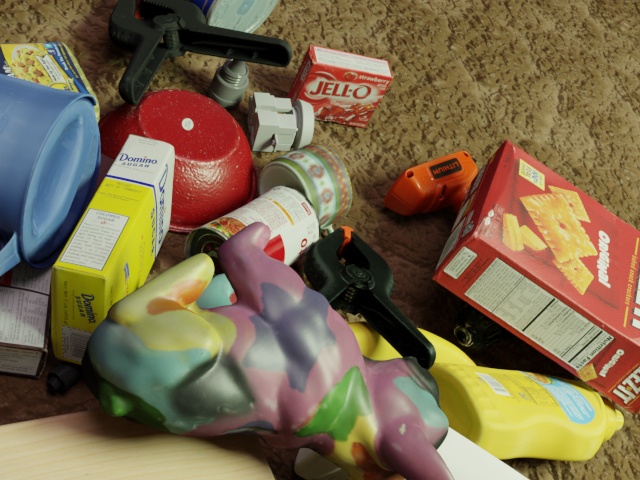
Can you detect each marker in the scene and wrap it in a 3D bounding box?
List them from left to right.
[{"bbox_3d":[-0.164,0.077,0.813,0.020,0.020,0.120,39,45,9],"label":"marker"}]

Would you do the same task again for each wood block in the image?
[{"bbox_3d":[-0.144,0.168,0.691,0.205,0.090,0.091,-6,54,-32],"label":"wood block"}]

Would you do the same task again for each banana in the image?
[{"bbox_3d":[0.044,0.101,0.892,0.197,0.037,0.069,-7,81,-29],"label":"banana"}]

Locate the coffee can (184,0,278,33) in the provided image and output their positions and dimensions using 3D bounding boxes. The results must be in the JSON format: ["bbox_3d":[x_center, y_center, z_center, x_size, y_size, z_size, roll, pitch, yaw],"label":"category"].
[{"bbox_3d":[-0.121,-0.284,1.101,0.140,0.103,0.102,46,46,16],"label":"coffee can"}]

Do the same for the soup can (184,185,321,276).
[{"bbox_3d":[-0.056,0.001,0.903,0.068,0.069,0.102,44,45,14],"label":"soup can"}]

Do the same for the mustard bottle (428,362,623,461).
[{"bbox_3d":[0.180,0.145,0.891,0.191,0.058,0.096,9,19,-31],"label":"mustard bottle"}]

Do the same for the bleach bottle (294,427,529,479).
[{"bbox_3d":[0.111,0.198,0.804,0.250,0.103,0.068,32,53,-8],"label":"bleach bottle"}]

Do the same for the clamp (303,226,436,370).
[{"bbox_3d":[0.018,0.042,0.877,0.120,0.039,0.171,16,26,-25],"label":"clamp"}]

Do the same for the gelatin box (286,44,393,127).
[{"bbox_3d":[0.018,-0.154,1.077,0.089,0.073,0.030,7,48,-22],"label":"gelatin box"}]

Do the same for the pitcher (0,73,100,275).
[{"bbox_3d":[-0.295,-0.067,0.778,0.243,0.145,0.149,17,10,6],"label":"pitcher"}]

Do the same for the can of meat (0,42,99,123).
[{"bbox_3d":[-0.250,-0.127,0.926,0.083,0.058,0.102,-10,57,-36],"label":"can of meat"}]

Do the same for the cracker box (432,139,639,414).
[{"bbox_3d":[0.219,0.026,0.941,0.213,0.072,0.164,34,39,-2],"label":"cracker box"}]

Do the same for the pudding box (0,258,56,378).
[{"bbox_3d":[-0.254,0.047,0.780,0.113,0.039,0.090,10,47,-17],"label":"pudding box"}]

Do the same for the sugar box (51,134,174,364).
[{"bbox_3d":[-0.154,0.004,0.814,0.048,0.093,0.176,14,39,4],"label":"sugar box"}]

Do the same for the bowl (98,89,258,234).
[{"bbox_3d":[-0.124,-0.084,0.954,0.162,0.055,0.162,14,46,-15],"label":"bowl"}]

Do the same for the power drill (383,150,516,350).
[{"bbox_3d":[0.145,0.009,1.011,0.184,0.057,0.188,-20,65,-43],"label":"power drill"}]

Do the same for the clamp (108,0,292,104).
[{"bbox_3d":[-0.132,-0.193,1.009,0.164,0.036,0.210,-13,36,-19],"label":"clamp"}]
